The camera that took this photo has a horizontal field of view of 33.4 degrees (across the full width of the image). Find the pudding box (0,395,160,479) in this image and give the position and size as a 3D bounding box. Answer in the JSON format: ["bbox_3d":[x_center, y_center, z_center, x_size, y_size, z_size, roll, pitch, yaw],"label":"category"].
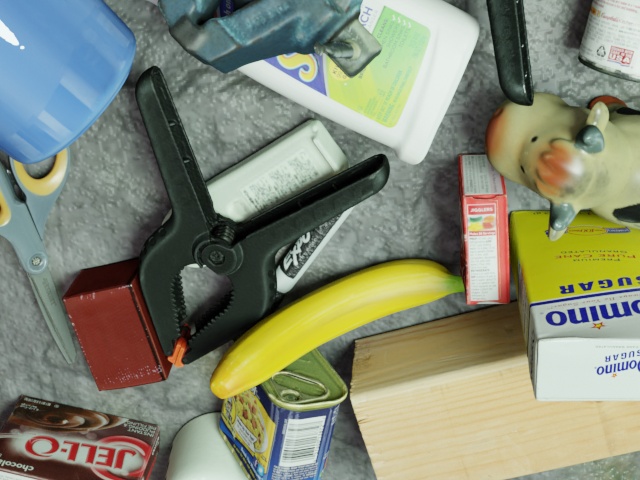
[{"bbox_3d":[-0.182,0.162,0.783,0.113,0.090,0.039,11,114,0],"label":"pudding box"}]

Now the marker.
[{"bbox_3d":[-0.011,0.008,0.743,0.020,0.020,0.121,33,111,-10],"label":"marker"}]

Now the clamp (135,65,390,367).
[{"bbox_3d":[-0.055,0.001,0.700,0.164,0.036,0.210,15,121,-1],"label":"clamp"}]

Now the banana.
[{"bbox_3d":[0.009,0.051,0.715,0.197,0.070,0.037,-23,100,-16],"label":"banana"}]

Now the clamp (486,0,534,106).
[{"bbox_3d":[0.107,-0.165,0.615,0.171,0.039,0.120,45,99,18],"label":"clamp"}]

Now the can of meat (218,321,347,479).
[{"bbox_3d":[-0.030,0.118,0.748,0.057,0.102,0.084,-3,119,-28],"label":"can of meat"}]

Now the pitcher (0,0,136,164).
[{"bbox_3d":[-0.222,-0.165,0.610,0.149,0.145,0.242,-47,118,1],"label":"pitcher"}]

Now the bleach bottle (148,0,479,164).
[{"bbox_3d":[-0.035,-0.141,0.660,0.251,0.068,0.103,22,106,-3],"label":"bleach bottle"}]

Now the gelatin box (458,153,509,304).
[{"bbox_3d":[0.104,-0.010,0.689,0.030,0.089,0.073,-2,112,6],"label":"gelatin box"}]

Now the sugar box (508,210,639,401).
[{"bbox_3d":[0.169,0.034,0.655,0.093,0.176,0.048,-1,113,5],"label":"sugar box"}]

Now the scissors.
[{"bbox_3d":[-0.190,-0.005,0.748,0.096,0.016,0.201,-42,133,-16],"label":"scissors"}]

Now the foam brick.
[{"bbox_3d":[-0.140,0.059,0.757,0.051,0.053,0.078,-13,110,9],"label":"foam brick"}]

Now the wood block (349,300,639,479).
[{"bbox_3d":[0.133,0.102,0.734,0.206,0.090,0.091,-14,110,10],"label":"wood block"}]
